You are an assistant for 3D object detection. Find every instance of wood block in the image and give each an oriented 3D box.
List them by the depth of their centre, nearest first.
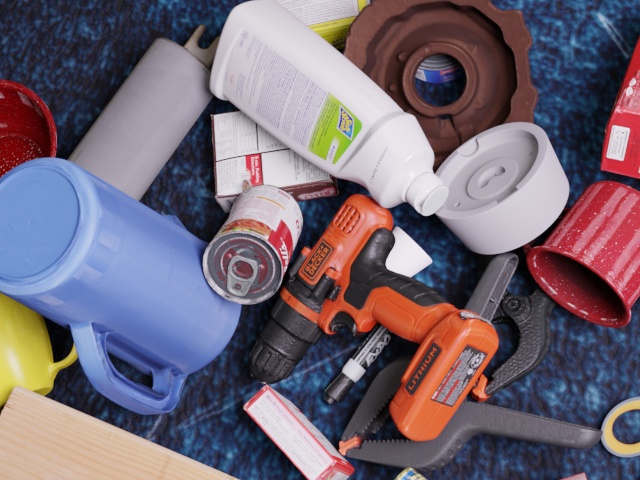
[{"bbox_3d":[-0.173,0.206,0.895,0.206,0.090,0.091,19,76,19],"label":"wood block"}]

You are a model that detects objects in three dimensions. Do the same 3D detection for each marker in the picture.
[{"bbox_3d":[0.044,0.092,0.919,0.020,0.020,0.121,37,83,21],"label":"marker"}]

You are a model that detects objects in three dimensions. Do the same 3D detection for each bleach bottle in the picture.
[{"bbox_3d":[0.009,-0.100,0.899,0.067,0.103,0.251,-19,51,-39],"label":"bleach bottle"}]

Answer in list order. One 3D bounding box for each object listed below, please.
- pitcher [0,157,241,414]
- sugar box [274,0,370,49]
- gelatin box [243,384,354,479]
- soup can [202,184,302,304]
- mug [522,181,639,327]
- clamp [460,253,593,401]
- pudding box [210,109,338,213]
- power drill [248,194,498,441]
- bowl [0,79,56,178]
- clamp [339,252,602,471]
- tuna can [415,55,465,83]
[{"bbox_3d":[-0.169,0.035,0.868,0.149,0.242,0.145,41,89,27],"label":"pitcher"},{"bbox_3d":[-0.004,-0.268,1.037,0.093,0.048,0.176,-9,66,10],"label":"sugar box"},{"bbox_3d":[-0.018,0.164,0.880,0.030,0.073,0.089,-45,68,-3],"label":"gelatin box"},{"bbox_3d":[-0.056,0.001,0.920,0.068,0.102,0.068,4,117,8],"label":"soup can"},{"bbox_3d":[0.215,0.005,0.847,0.117,0.093,0.081,20,64,47],"label":"mug"},{"bbox_3d":[0.154,0.048,0.897,0.120,0.039,0.171,28,76,20],"label":"clamp"},{"bbox_3d":[-0.043,-0.080,0.987,0.113,0.039,0.090,-8,68,8],"label":"pudding box"},{"bbox_3d":[0.036,0.076,0.858,0.188,0.057,0.184,39,101,39],"label":"power drill"},{"bbox_3d":[-0.321,-0.074,1.041,0.162,0.055,0.162,-4,71,12],"label":"bowl"},{"bbox_3d":[0.109,0.131,0.849,0.210,0.036,0.165,-38,62,18],"label":"clamp"},{"bbox_3d":[0.110,-0.189,0.989,0.086,0.033,0.086,-4,71,12],"label":"tuna can"}]
